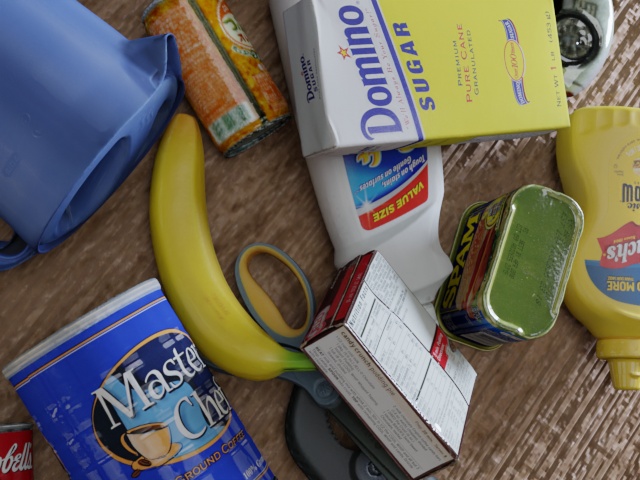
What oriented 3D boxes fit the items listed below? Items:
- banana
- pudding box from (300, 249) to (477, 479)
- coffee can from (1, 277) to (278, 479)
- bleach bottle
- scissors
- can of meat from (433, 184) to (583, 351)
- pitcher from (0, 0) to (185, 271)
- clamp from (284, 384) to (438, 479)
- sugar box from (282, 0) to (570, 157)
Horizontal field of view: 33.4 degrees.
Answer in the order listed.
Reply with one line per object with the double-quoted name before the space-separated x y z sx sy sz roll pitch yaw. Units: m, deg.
"banana" -0.069 0.013 0.664 0.069 0.037 0.198 -30 69 1
"pudding box" 0.044 0.073 0.640 0.113 0.039 0.090 49 30 -12
"coffee can" -0.104 0.108 0.622 0.102 0.103 0.140 -31 90 -16
"bleach bottle" 0.041 -0.060 0.706 0.102 0.068 0.251 -14 87 -18
"scissors" -0.017 0.095 0.659 0.096 0.016 0.202 -25 70 -1
"can of meat" 0.123 0.019 0.700 0.057 0.084 0.102 21 77 -10
"pitcher" -0.215 -0.107 0.625 0.243 0.145 0.149 39 63 -1
"clamp" 0.024 0.153 0.679 0.164 0.036 0.210 -21 84 -16
"sugar box" 0.069 -0.105 0.664 0.175 0.048 0.093 -8 89 -28
